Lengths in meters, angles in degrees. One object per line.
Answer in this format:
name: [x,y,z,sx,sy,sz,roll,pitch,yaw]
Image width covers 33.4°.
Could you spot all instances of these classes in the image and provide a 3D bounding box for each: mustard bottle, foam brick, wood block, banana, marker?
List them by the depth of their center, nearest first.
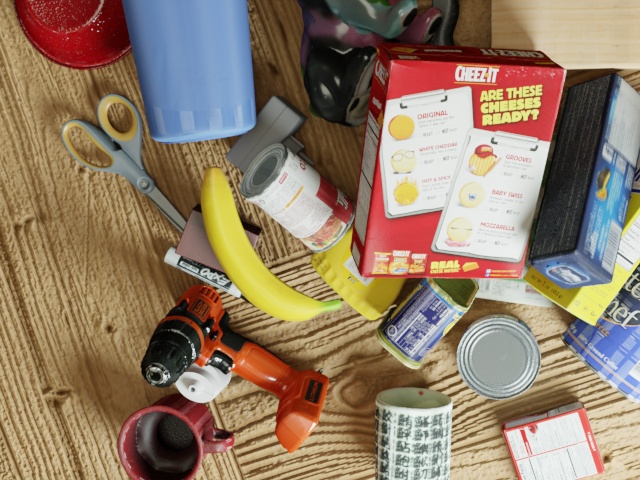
wood block: [0.268,-0.210,1.030,0.206,0.090,0.090,0,96,10]
banana: [-0.068,0.017,1.089,0.069,0.037,0.198,-43,97,-13]
mustard bottle: [0.086,-0.016,1.098,0.096,0.058,0.192,44,101,5]
foam brick: [-0.107,0.000,1.131,0.078,0.051,0.053,23,98,-2]
marker: [-0.112,0.041,1.157,0.121,0.020,0.020,26,100,6]

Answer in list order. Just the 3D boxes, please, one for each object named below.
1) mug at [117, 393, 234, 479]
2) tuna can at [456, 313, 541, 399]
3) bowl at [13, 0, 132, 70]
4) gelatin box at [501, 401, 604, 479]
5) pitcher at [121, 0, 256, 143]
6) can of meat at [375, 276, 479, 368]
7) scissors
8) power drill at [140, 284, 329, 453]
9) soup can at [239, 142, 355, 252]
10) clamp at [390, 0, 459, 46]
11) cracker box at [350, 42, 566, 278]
mug: [-0.150,0.213,1.150,0.117,0.081,0.093,-2,96,10]
tuna can: [0.185,0.120,1.109,0.086,0.033,0.086,1,96,9]
bowl: [-0.260,-0.263,1.130,0.162,0.055,0.162,1,96,9]
gelatin box: [0.242,0.216,1.112,0.089,0.030,0.073,-18,94,11]
pitcher: [-0.134,-0.223,1.057,0.145,0.149,0.243,-2,101,24]
can of meat: [0.109,0.070,1.074,0.057,0.102,0.084,41,112,3]
scissors: [-0.186,-0.082,1.157,0.202,0.016,0.096,33,96,0]
power drill: [-0.086,0.134,1.089,0.187,0.184,0.057,37,113,-5]
soup can: [-0.023,-0.043,1.081,0.102,0.068,0.068,38,102,-28]
clamp: [0.094,-0.205,1.087,0.120,0.039,0.171,-12,92,11]
cracker box: [0.122,-0.071,0.998,0.164,0.072,0.214,1,116,-12]
